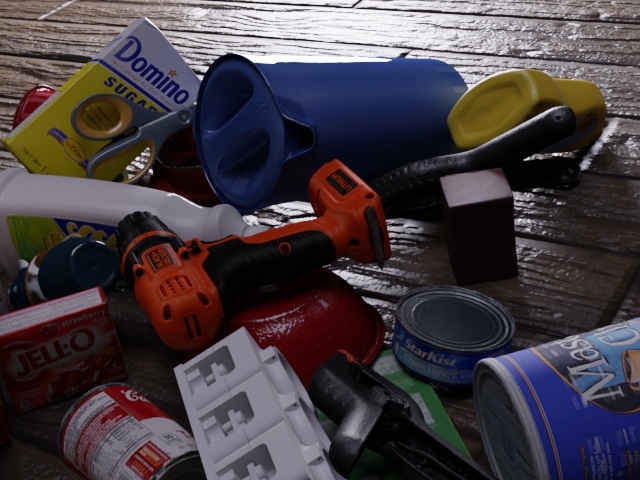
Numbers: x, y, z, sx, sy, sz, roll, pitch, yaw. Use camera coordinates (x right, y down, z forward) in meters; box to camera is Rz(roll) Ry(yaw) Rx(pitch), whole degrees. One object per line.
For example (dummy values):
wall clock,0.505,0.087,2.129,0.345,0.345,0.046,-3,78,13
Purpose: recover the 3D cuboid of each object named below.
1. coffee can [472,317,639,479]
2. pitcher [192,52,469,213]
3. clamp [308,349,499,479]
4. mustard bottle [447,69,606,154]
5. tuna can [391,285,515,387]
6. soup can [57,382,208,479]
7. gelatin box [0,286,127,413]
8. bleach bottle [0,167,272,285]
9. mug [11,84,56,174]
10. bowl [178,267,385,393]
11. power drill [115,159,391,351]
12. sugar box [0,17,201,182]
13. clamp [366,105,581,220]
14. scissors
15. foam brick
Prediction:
coffee can,0.175,0.103,0.639,0.140,0.103,0.103,-14,31,-8
pitcher,0.012,-0.107,0.965,0.242,0.145,0.149,-10,58,-37
clamp,0.047,0.117,0.660,0.120,0.039,0.171,30,10,-16
mustard bottle,0.207,-0.114,0.982,0.191,0.058,0.096,-2,-25,-48
tuna can,0.094,0.068,0.767,0.086,0.034,0.086,5,28,-3
soup can,-0.115,0.143,0.688,0.068,0.068,0.102,-30,37,-30
gelatin box,-0.197,0.083,0.804,0.089,0.073,0.030,-17,33,-13
bleach bottle,-0.160,-0.008,0.914,0.251,0.102,0.068,2,36,20
mug,-0.269,-0.104,1.126,0.082,0.093,0.117,10,63,21
bowl,-0.035,0.059,0.798,0.162,0.055,0.162,-11,25,5
power drill,-0.055,0.001,0.797,0.187,0.057,0.185,-22,31,-12
sugar box,-0.199,-0.117,0.996,0.176,0.093,0.048,-45,22,-10
clamp,0.130,-0.054,0.930,0.210,0.164,0.036,-18,73,18
scissors,-0.145,-0.124,0.985,0.201,0.096,0.016,-43,13,-23
foam brick,0.128,-0.012,0.864,0.053,0.078,0.051,-8,33,2
